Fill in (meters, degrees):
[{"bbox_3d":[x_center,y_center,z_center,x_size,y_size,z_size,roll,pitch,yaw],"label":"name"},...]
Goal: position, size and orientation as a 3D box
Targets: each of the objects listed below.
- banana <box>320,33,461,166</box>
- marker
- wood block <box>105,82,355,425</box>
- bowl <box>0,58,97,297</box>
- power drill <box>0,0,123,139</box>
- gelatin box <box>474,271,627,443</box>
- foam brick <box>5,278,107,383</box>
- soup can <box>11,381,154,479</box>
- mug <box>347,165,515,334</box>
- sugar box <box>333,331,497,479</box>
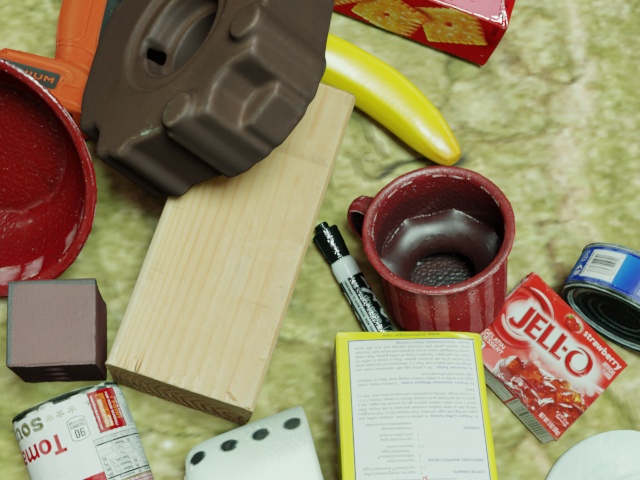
[{"bbox_3d":[0.008,-0.109,0.732,0.197,0.037,0.069,20,61,-7],"label":"banana"},{"bbox_3d":[0.029,0.041,0.708,0.020,0.020,0.121,-27,80,-14],"label":"marker"},{"bbox_3d":[-0.054,0.001,0.670,0.091,0.090,0.206,19,74,-2],"label":"wood block"},{"bbox_3d":[-0.208,-0.047,0.655,0.162,0.055,0.162,3,116,6],"label":"bowl"},{"bbox_3d":[-0.184,-0.174,0.715,0.184,0.057,0.187,16,73,-4],"label":"power drill"},{"bbox_3d":[0.145,0.077,0.708,0.073,0.030,0.089,-42,85,-16],"label":"gelatin box"},{"bbox_3d":[-0.158,0.056,0.647,0.053,0.078,0.051,-2,76,-7],"label":"foam brick"},{"bbox_3d":[-0.134,0.142,0.631,0.068,0.068,0.102,-20,79,-13],"label":"soup can"},{"bbox_3d":[0.067,0.008,0.682,0.117,0.081,0.093,25,66,24],"label":"mug"},{"bbox_3d":[0.056,0.140,0.628,0.093,0.048,0.176,0,61,-2],"label":"sugar box"}]
